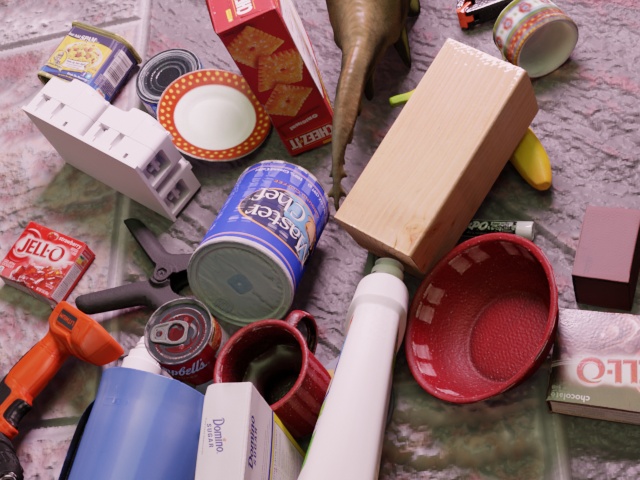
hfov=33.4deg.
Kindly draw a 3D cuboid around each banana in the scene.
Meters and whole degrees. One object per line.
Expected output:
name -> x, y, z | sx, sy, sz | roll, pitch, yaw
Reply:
banana -> 0.167, -0.116, 1.099 | 0.198, 0.037, 0.069 | 32, 71, 28

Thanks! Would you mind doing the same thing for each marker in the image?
marker -> 0.149, -0.012, 1.052 | 0.121, 0.020, 0.020 | 3, 61, 21

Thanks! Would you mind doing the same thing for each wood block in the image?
wood block -> 0.115, -0.075, 1.026 | 0.091, 0.090, 0.206 | 29, 83, 26

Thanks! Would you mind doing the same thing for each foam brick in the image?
foam brick -> 0.264, 0.015, 0.976 | 0.053, 0.051, 0.078 | 8, 62, 24

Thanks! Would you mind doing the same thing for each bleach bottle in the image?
bleach bottle -> 0.036, 0.129, 0.947 | 0.068, 0.103, 0.250 | 13, 56, 4

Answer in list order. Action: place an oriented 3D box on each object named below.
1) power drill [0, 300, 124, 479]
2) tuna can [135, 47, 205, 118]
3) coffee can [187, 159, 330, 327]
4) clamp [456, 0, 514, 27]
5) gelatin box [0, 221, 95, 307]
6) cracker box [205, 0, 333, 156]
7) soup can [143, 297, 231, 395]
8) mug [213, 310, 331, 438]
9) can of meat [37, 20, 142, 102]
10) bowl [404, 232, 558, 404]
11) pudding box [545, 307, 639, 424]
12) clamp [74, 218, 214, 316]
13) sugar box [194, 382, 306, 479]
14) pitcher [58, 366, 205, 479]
power drill -> -0.283, 0.153, 1.044 | 0.187, 0.057, 0.185 | -45, 32, -16
tuna can -> -0.175, -0.186, 1.263 | 0.086, 0.033, 0.086 | -9, 57, 14
coffee can -> -0.057, 0.001, 1.035 | 0.103, 0.103, 0.140 | 0, 35, 19
clamp -> 0.222, -0.324, 1.210 | 0.210, 0.036, 0.165 | -40, 56, -7
gelatin box -> -0.305, 0.025, 1.179 | 0.089, 0.030, 0.073 | 21, 68, 28
cracker box -> -0.057, -0.216, 1.131 | 0.072, 0.213, 0.164 | -21, 55, 7
soup can -> -0.117, 0.108, 1.018 | 0.068, 0.102, 0.068 | -9, 57, 13
mug -> -0.034, 0.120, 0.976 | 0.093, 0.081, 0.117 | 9, 65, 31
can of meat -> -0.283, -0.211, 1.303 | 0.102, 0.057, 0.084 | 22, 71, 29
bowl -> 0.154, 0.077, 0.954 | 0.162, 0.055, 0.162 | -26, 49, 33
pudding box -> 0.258, 0.110, 0.926 | 0.114, 0.039, 0.090 | 4, 61, 21
clamp -> -0.171, 0.049, 1.112 | 0.172, 0.039, 0.120 | 22, 70, 29
sugar box -> -0.056, 0.194, 0.898 | 0.048, 0.176, 0.093 | -5, 58, 15
pitcher -> -0.178, 0.243, 0.949 | 0.145, 0.149, 0.242 | 20, 68, -2
